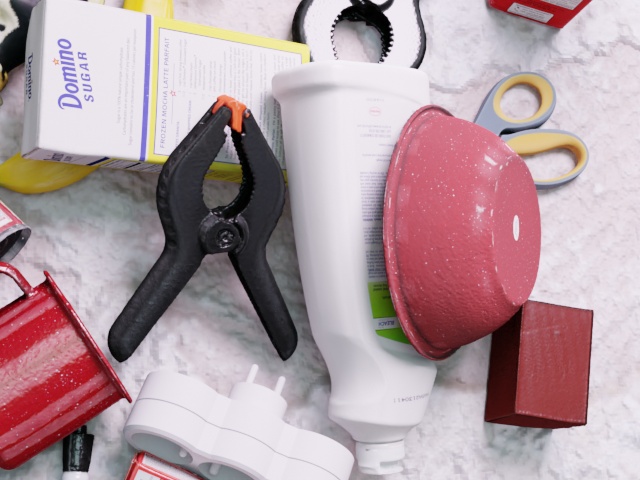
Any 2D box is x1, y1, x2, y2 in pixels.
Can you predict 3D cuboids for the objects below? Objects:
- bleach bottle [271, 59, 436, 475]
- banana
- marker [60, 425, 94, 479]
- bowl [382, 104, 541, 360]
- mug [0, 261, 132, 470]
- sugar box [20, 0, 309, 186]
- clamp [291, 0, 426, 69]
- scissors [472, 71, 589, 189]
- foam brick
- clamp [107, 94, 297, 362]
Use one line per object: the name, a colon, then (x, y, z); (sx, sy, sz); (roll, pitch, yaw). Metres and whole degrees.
bleach bottle: (0.026, 0.019, 0.665); (0.102, 0.068, 0.251); (-2, 89, -40)
banana: (-0.143, -0.098, 0.688); (0.069, 0.037, 0.197); (37, 72, -4)
marker: (-0.148, 0.170, 0.632); (0.020, 0.020, 0.121); (5, 75, -12)
bowl: (0.096, -0.006, 0.659); (0.055, 0.162, 0.162); (-2, 73, 29)
mug: (-0.173, 0.068, 0.610); (0.081, 0.093, 0.117); (-33, 113, -14)
sugar box: (-0.093, -0.088, 0.664); (0.176, 0.048, 0.093); (6, 83, -28)
clamp: (0.043, -0.173, 0.748); (0.164, 0.036, 0.210); (6, 77, -8)
scissors: (0.093, -0.076, 0.749); (0.201, 0.016, 0.096); (1, 75, -13)
foam brick: (0.144, 0.083, 0.703); (0.051, 0.053, 0.078); (11, 75, -11)
clamp: (-0.054, 0.001, 0.651); (0.120, 0.039, 0.171); (10, 104, -30)
